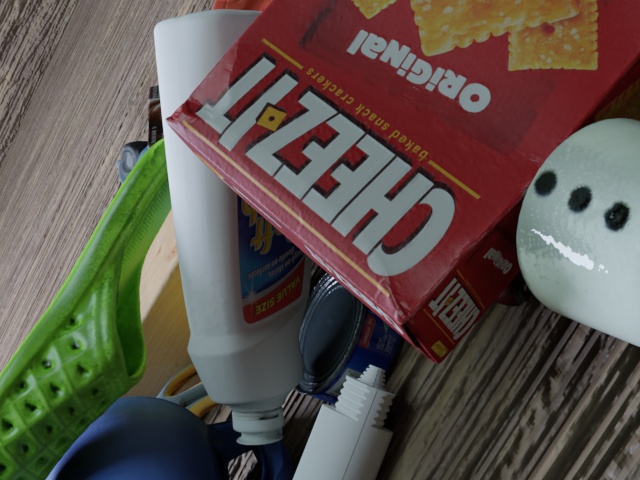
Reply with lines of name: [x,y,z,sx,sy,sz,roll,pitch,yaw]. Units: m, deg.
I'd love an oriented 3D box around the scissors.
scissors: [-0.128,0.145,0.775,0.201,0.016,0.096,-34,36,-21]

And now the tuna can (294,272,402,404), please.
tuna can: [0.016,0.060,0.663,0.086,0.033,0.086,-47,30,38]

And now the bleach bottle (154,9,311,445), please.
bleach bottle: [-0.041,-0.006,0.639,0.068,0.102,0.251,-2,95,39]

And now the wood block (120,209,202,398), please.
wood block: [-0.112,0.062,0.862,0.206,0.090,0.090,-57,25,21]

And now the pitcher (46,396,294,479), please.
pitcher: [-0.096,0.183,0.637,0.243,0.145,0.149,-147,76,-75]

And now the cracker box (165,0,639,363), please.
cracker box: [0.058,-0.080,0.490,0.164,0.072,0.213,40,87,29]
